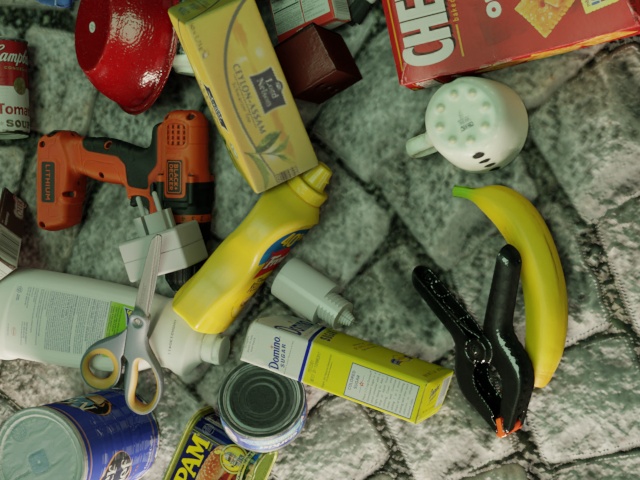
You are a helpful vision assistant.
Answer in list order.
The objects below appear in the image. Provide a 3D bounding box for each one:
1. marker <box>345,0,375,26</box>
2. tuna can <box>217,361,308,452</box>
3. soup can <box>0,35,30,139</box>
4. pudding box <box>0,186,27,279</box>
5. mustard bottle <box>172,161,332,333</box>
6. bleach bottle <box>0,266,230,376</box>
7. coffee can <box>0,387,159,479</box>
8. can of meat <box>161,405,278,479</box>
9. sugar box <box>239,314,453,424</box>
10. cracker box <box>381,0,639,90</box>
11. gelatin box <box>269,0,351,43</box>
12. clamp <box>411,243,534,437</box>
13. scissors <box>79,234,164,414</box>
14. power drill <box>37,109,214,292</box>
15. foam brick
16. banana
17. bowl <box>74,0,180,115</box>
[{"bbox_3d":[0.062,-0.253,1.002,0.020,0.020,0.121,41,104,16],"label":"marker"},{"bbox_3d":[-0.055,0.156,1.020,0.086,0.034,0.086,-1,59,2],"label":"tuna can"},{"bbox_3d":[-0.345,-0.161,1.137,0.069,0.068,0.102,-2,90,21],"label":"soup can"},{"bbox_3d":[-0.358,0.008,1.127,0.090,0.039,0.113,-35,33,19],"label":"pudding box"},{"bbox_3d":[-0.056,0.002,1.009,0.058,0.096,0.192,43,105,11],"label":"mustard bottle"},{"bbox_3d":[-0.213,0.095,1.091,0.251,0.068,0.102,11,97,18],"label":"bleach bottle"},{"bbox_3d":[-0.238,0.206,1.058,0.103,0.140,0.103,0,90,21],"label":"coffee can"},{"bbox_3d":[-0.100,0.228,1.050,0.084,0.057,0.102,27,100,17],"label":"can of meat"},{"bbox_3d":[0.025,0.114,0.980,0.176,0.093,0.048,20,97,20],"label":"sugar box"},{"bbox_3d":[0.159,-0.235,0.927,0.214,0.072,0.164,-12,90,17],"label":"cracker box"},{"bbox_3d":[-0.014,-0.240,1.018,0.073,0.030,0.089,-16,84,39],"label":"gelatin box"},{"bbox_3d":[0.152,0.086,0.944,0.120,0.039,0.171,-30,81,53],"label":"clamp"},{"bbox_3d":[-0.192,0.079,1.028,0.096,0.016,0.202,7,117,14],"label":"scissors"},{"bbox_3d":[-0.196,-0.042,1.087,0.188,0.057,0.184,4,95,20],"label":"power drill"},{"bbox_3d":[-0.004,-0.164,0.998,0.053,0.078,0.051,-30,82,19],"label":"foam brick"},{"bbox_3d":[0.184,0.029,0.950,0.070,0.037,0.198,-29,77,43],"label":"banana"},{"bbox_3d":[-0.198,-0.206,1.044,0.162,0.055,0.162,-8,80,55],"label":"bowl"}]
